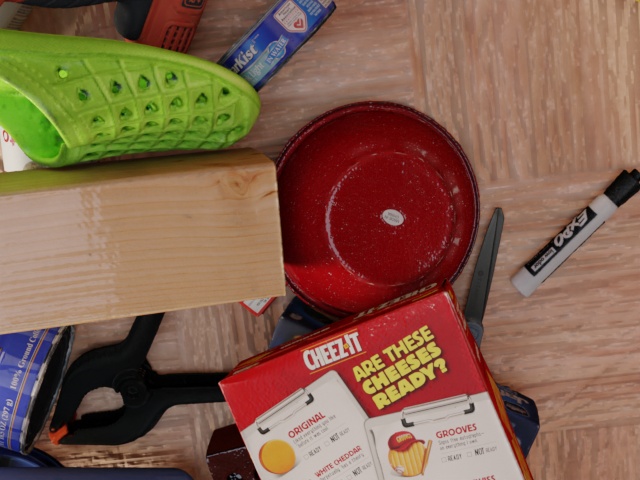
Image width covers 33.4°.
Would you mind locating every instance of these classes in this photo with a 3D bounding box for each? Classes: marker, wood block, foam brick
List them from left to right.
[{"bbox_3d":[-0.135,-0.003,0.697,0.206,0.090,0.091,-8,104,-13],"label":"wood block"},{"bbox_3d":[-0.042,0.168,0.814,0.078,0.051,0.053,-16,103,6],"label":"foam brick"},{"bbox_3d":[0.188,-0.006,0.778,0.020,0.020,0.121,43,102,-8],"label":"marker"}]

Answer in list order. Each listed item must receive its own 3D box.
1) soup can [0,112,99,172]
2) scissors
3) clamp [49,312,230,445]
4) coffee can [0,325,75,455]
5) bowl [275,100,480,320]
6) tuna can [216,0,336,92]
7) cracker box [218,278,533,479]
[{"bbox_3d":[-0.190,-0.052,0.757,0.068,0.068,0.102,-2,103,3],"label":"soup can"},{"bbox_3d":[0.127,0.083,0.804,0.096,0.016,0.202,26,105,-2],"label":"scissors"},{"bbox_3d":[-0.140,0.095,0.806,0.171,0.039,0.120,-24,100,8],"label":"clamp"},{"bbox_3d":[-0.263,0.086,0.776,0.140,0.103,0.103,18,104,-3],"label":"coffee can"},{"bbox_3d":[0.042,-0.017,0.745,0.162,0.055,0.162,-1,96,-10],"label":"bowl"},{"bbox_3d":[-0.029,-0.139,0.719,0.033,0.086,0.086,44,102,-10],"label":"tuna can"},{"bbox_3d":[0.052,0.155,0.718,0.164,0.072,0.214,-23,93,9],"label":"cracker box"}]
